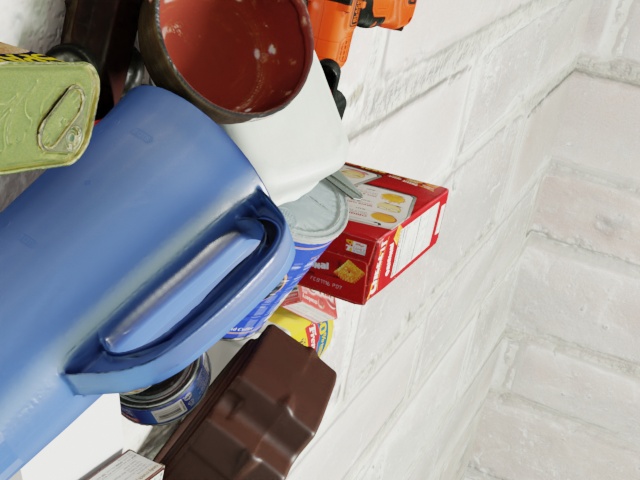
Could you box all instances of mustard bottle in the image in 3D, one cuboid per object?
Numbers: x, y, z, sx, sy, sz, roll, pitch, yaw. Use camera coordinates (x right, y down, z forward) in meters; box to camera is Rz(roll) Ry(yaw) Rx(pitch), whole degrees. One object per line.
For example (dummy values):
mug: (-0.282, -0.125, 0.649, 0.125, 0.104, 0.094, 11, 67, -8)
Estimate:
mustard bottle: (-0.031, 0.111, 1.195, 0.191, 0.058, 0.096, -29, 127, -65)

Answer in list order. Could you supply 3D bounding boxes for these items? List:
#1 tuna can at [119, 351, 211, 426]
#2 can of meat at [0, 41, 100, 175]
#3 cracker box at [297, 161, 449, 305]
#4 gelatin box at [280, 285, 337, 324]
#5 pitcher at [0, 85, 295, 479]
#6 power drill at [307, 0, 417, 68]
tuna can: (-0.133, 0.103, 0.854, 0.086, 0.086, 0.034, -62, 158, -26)
can of meat: (-0.178, -0.074, 0.551, 0.102, 0.084, 0.057, -22, 128, -66)
cracker box: (0.012, -0.018, 1.025, 0.213, 0.164, 0.072, -33, 136, -62)
gelatin box: (-0.014, 0.044, 1.148, 0.089, 0.030, 0.073, 32, 48, -57)
pitcher: (-0.140, 0.033, 0.620, 0.242, 0.145, 0.149, -46, -174, -26)
power drill: (0.047, -0.269, 1.054, 0.187, 0.057, 0.184, -32, 142, -58)
